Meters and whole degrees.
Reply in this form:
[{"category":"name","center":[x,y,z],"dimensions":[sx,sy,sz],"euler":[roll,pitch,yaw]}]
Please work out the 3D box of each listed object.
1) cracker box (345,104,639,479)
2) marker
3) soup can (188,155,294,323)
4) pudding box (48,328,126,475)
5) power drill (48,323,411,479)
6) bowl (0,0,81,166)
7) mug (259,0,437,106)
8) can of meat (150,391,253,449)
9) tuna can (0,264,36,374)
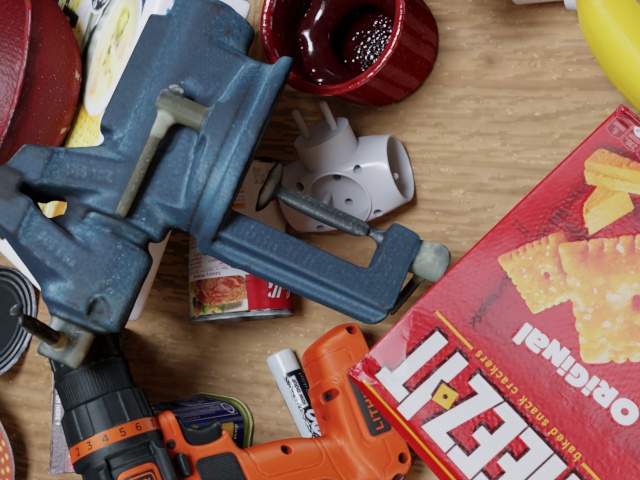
[{"category":"cracker box","center":[0.146,0.058,0.572],"dimensions":[0.214,0.072,0.164],"euler":[-44,70,4]},{"category":"marker","center":[-0.002,0.127,0.686],"dimensions":[0.020,0.020,0.121],"euler":[-31,74,20]},{"category":"soup can","center":[-0.055,0.001,0.693],"dimensions":[0.069,0.068,0.102],"euler":[-8,83,25]},{"category":"pudding box","center":[-0.153,0.104,0.710],"dimensions":[0.039,0.113,0.090],"euler":[1,87,-3]},{"category":"power drill","center":[-0.053,0.110,0.628],"dimensions":[0.184,0.187,0.057],"euler":[68,154,12]},{"category":"bowl","center":[-0.198,-0.097,0.682],"dimensions":[0.162,0.055,0.162],"euler":[-19,65,48]},{"category":"mug","center":[0.020,-0.140,0.659],"dimensions":[0.093,0.081,0.117],"euler":[-14,81,24]},{"category":"can of meat","center":[-0.092,0.153,0.692],"dimensions":[0.058,0.083,0.102],"euler":[6,89,26]},{"category":"tuna can","center":[-0.248,0.057,0.771],"dimensions":[0.034,0.086,0.086],"euler":[15,93,27]}]
